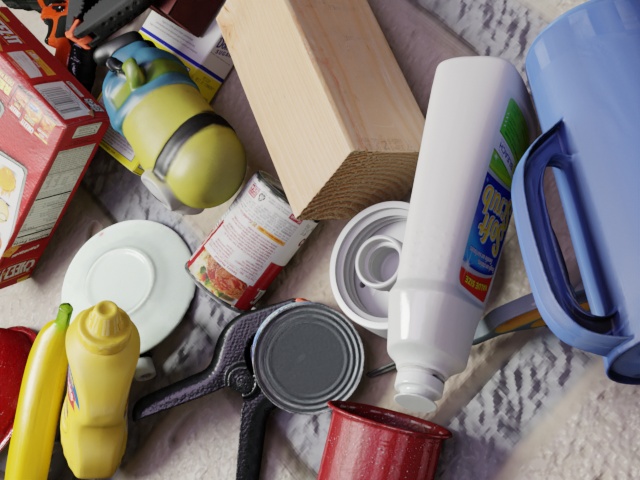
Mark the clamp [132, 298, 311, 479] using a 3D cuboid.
[{"bbox_3d":[-0.071,0.112,0.863,0.120,0.039,0.171,28,89,0],"label":"clamp"}]

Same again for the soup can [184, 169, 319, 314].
[{"bbox_3d":[-0.056,0.001,0.882,0.069,0.068,0.102,43,100,32],"label":"soup can"}]

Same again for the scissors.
[{"bbox_3d":[0.123,0.067,0.777,0.202,0.096,0.016,-36,64,54],"label":"scissors"}]

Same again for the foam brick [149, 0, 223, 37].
[{"bbox_3d":[-0.131,-0.225,0.948,0.078,0.051,0.053,36,93,32],"label":"foam brick"}]

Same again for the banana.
[{"bbox_3d":[-0.245,0.153,0.915,0.037,0.070,0.198,9,76,-6],"label":"banana"}]

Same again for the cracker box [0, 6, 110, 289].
[{"bbox_3d":[-0.304,-0.084,0.998,0.164,0.072,0.214,44,122,16],"label":"cracker box"}]

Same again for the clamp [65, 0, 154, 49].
[{"bbox_3d":[-0.162,-0.265,0.923,0.165,0.036,0.210,39,95,31],"label":"clamp"}]

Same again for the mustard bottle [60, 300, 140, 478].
[{"bbox_3d":[-0.179,0.110,0.867,0.192,0.058,0.096,109,159,-49],"label":"mustard bottle"}]

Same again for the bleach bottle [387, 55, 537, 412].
[{"bbox_3d":[0.093,-0.001,0.729,0.068,0.102,0.250,2,60,25],"label":"bleach bottle"}]

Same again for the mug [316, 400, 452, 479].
[{"bbox_3d":[0.035,0.165,0.779,0.117,0.093,0.081,12,88,64],"label":"mug"}]

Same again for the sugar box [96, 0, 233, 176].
[{"bbox_3d":[-0.142,-0.151,0.990,0.093,0.048,0.176,37,93,32],"label":"sugar box"}]

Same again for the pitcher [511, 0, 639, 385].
[{"bbox_3d":[0.206,-0.036,0.692,0.145,0.149,0.243,-25,62,23],"label":"pitcher"}]

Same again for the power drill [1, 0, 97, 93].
[{"bbox_3d":[-0.272,-0.190,1.071,0.185,0.057,0.187,6,81,32],"label":"power drill"}]

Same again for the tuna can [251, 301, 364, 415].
[{"bbox_3d":[-0.010,0.090,0.825,0.086,0.034,0.086,0,92,-6],"label":"tuna can"}]

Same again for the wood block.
[{"bbox_3d":[0.002,-0.126,0.852,0.091,0.090,0.206,-50,52,44],"label":"wood block"}]

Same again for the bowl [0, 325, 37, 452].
[{"bbox_3d":[-0.333,0.140,0.989,0.162,0.055,0.162,-27,43,28],"label":"bowl"}]
